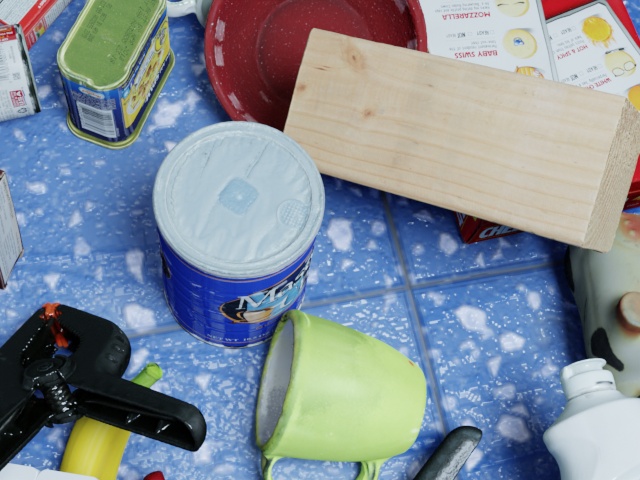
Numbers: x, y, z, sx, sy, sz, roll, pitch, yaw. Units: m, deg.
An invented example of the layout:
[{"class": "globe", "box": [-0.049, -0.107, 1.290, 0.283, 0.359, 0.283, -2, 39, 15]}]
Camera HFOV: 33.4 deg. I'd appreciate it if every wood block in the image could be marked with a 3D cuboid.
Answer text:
[{"class": "wood block", "box": [0.089, -0.064, 0.682, 0.206, 0.090, 0.090, 17, 94, 25]}]

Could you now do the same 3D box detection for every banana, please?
[{"class": "banana", "box": [-0.143, 0.172, 0.657, 0.037, 0.070, 0.198, 18, 71, -27]}]

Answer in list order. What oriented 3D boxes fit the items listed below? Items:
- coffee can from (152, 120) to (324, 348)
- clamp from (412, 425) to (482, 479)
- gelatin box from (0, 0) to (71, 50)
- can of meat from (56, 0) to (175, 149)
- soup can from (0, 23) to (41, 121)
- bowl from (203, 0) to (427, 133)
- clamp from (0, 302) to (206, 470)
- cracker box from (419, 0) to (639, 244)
[{"class": "coffee can", "box": [-0.055, 0.001, 0.696, 0.102, 0.140, 0.103, 2, 66, -5]}, {"class": "clamp", "box": [0.056, 0.207, 0.672, 0.171, 0.039, 0.120, -29, 80, -9]}, {"class": "gelatin box", "box": [-0.242, -0.198, 0.826, 0.089, 0.030, 0.073, 31, 69, 8]}, {"class": "can of meat", "box": [-0.148, -0.131, 0.776, 0.057, 0.084, 0.102, 21, 67, 3]}, {"class": "soup can", "box": [-0.259, -0.114, 0.767, 0.102, 0.068, 0.068, -13, 69, -11]}, {"class": "bowl", "box": [-0.004, -0.142, 0.790, 0.162, 0.055, 0.162, 0, 95, -2]}, {"class": "clamp", "box": [-0.147, 0.089, 0.632, 0.164, 0.036, 0.210, -14, 24, 0]}, {"class": "cracker box", "box": [0.158, -0.118, 0.806, 0.164, 0.072, 0.214, -12, 69, -10]}]
